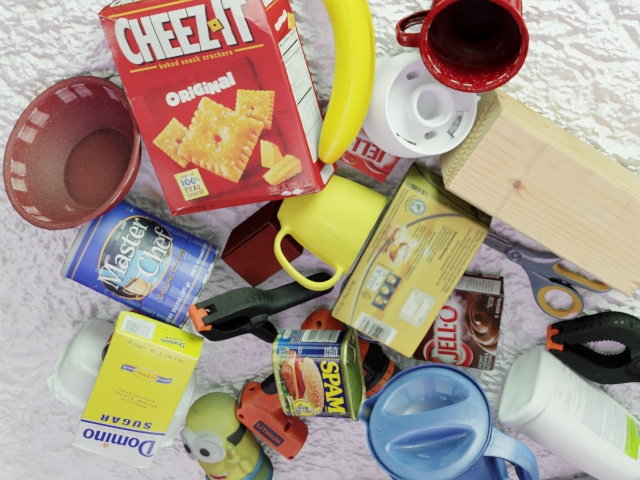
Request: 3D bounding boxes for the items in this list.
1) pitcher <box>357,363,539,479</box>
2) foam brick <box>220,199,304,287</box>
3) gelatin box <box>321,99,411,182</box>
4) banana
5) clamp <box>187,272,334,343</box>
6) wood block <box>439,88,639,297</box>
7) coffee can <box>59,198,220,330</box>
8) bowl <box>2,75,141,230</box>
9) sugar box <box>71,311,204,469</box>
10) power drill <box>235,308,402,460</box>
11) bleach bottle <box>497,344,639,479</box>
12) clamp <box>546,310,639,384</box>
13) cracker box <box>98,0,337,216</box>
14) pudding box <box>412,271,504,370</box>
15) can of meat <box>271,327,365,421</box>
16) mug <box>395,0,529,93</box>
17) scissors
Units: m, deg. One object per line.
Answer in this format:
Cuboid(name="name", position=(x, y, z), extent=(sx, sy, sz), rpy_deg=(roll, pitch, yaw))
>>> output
Cuboid(name="pitcher", position=(0.152, 0.248, 1.177), extent=(0.145, 0.149, 0.242), rpy_deg=(-29, 143, 1))
Cuboid(name="foam brick", position=(-0.057, 0.001, 1.129), extent=(0.078, 0.053, 0.051), rpy_deg=(-35, 112, 31))
Cuboid(name="gelatin box", position=(0.043, -0.107, 1.043), extent=(0.089, 0.030, 0.073), rpy_deg=(28, 127, -9))
Cuboid(name="banana", position=(0.018, -0.170, 0.970), extent=(0.070, 0.037, 0.198), rpy_deg=(-5, 99, 26))
Cuboid(name="clamp", position=(-0.075, 0.083, 1.151), extent=(0.171, 0.039, 0.120), rpy_deg=(-5, 141, -38))
Cuboid(name="wood block", position=(0.225, -0.047, 1.001), extent=(0.206, 0.090, 0.091), rpy_deg=(30, 112, -10))
Cuboid(name="coffee can", position=(-0.192, 0.022, 1.141), extent=(0.140, 0.102, 0.103), rpy_deg=(27, 126, -8))
Cuboid(name="bowl", position=(-0.237, -0.081, 1.072), extent=(0.162, 0.162, 0.055), rpy_deg=(-13, 161, 20))
Cuboid(name="sugar box", position=(-0.198, 0.164, 1.146), extent=(0.093, 0.048, 0.176), rpy_deg=(21, 119, -8))
Cuboid(name="power drill", position=(0.008, 0.181, 1.245), extent=(0.184, 0.057, 0.188), rpy_deg=(43, 120, -14))
Cuboid(name="bleach bottle", position=(0.313, 0.224, 1.181), extent=(0.250, 0.102, 0.068), rpy_deg=(37, 136, -14))
Cuboid(name="clamp", position=(0.349, 0.114, 1.135), extent=(0.210, 0.036, 0.165), rpy_deg=(16, 127, 1))
Cuboid(name="cracker box", position=(-0.094, -0.137, 1.005), extent=(0.164, 0.072, 0.213), rpy_deg=(-7, 117, 21))
Cuboid(name="pudding box", position=(0.149, 0.085, 1.155), extent=(0.090, 0.039, 0.113), rpy_deg=(7, 126, 8))
Cuboid(name="can of meat", position=(-0.002, 0.144, 1.156), extent=(0.084, 0.057, 0.102), rpy_deg=(0, 119, 16))
Cuboid(name="mug", position=(0.124, -0.188, 0.935), extent=(0.117, 0.081, 0.093), rpy_deg=(-4, 125, 14))
Cuboid(name="scissors", position=(0.206, 0.030, 1.117), extent=(0.202, 0.016, 0.096), rpy_deg=(14, 127, 2))
